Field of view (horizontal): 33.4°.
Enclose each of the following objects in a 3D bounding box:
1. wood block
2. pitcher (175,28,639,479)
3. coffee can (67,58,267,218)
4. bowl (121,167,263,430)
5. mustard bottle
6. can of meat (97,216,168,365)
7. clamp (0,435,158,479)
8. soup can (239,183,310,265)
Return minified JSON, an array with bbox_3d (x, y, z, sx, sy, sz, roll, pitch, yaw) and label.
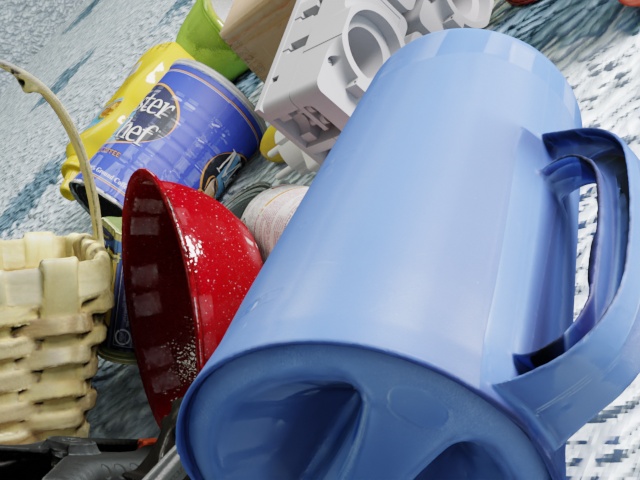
[{"bbox_3d":[0.022,-0.222,0.924,0.206,0.090,0.090,-31,26,28],"label":"wood block"},{"bbox_3d":[0.052,0.009,0.434,0.149,0.145,0.242,11,41,11],"label":"pitcher"},{"bbox_3d":[-0.126,-0.067,0.891,0.140,0.102,0.103,-53,24,-18],"label":"coffee can"},{"bbox_3d":[-0.069,0.035,0.614,0.055,0.162,0.162,-8,11,-22],"label":"bowl"},{"bbox_3d":[-0.195,-0.109,1.039,0.096,0.058,0.191,-27,26,49],"label":"mustard bottle"},{"bbox_3d":[-0.125,0.031,0.732,0.102,0.057,0.084,-153,70,-67],"label":"can of meat"},{"bbox_3d":[-0.139,0.117,0.538,0.120,0.171,0.039,11,85,19],"label":"clamp"},{"bbox_3d":[-0.001,0.004,0.603,0.068,0.068,0.102,-49,22,-11],"label":"soup can"}]
